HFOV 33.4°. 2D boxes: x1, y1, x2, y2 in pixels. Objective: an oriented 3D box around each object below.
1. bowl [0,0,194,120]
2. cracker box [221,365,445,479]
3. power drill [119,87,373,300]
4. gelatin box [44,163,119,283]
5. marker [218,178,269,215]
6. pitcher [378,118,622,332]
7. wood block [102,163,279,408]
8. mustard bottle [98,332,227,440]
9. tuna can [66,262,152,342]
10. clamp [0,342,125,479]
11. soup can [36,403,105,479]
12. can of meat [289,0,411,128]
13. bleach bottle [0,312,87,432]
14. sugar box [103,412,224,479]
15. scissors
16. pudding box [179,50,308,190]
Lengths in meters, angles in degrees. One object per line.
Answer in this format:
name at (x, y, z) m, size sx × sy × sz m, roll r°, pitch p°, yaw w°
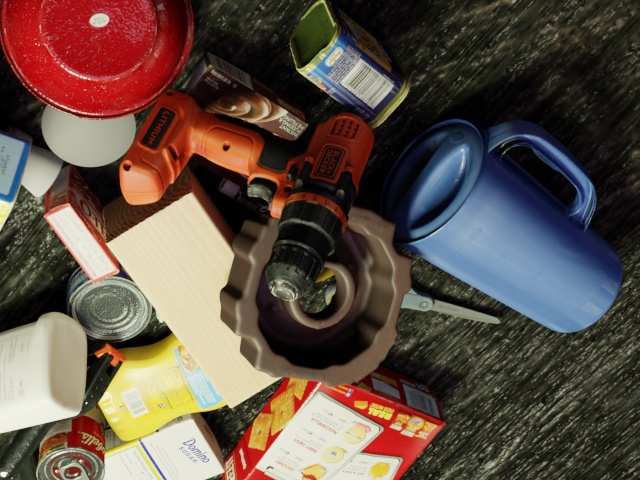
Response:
bowl at (-0.181, -0.177, 0.867) m, size 0.162 × 0.055 × 0.162 m, roll -2°, pitch 102°, yaw -12°
cracker box at (0.010, 0.229, 1.198) m, size 0.164 × 0.072 × 0.214 m, roll 24°, pitch 117°, yaw -23°
power drill at (-0.064, -0.045, 0.875) m, size 0.188 × 0.184 × 0.057 m, roll 16°, pitch 143°, yaw 10°
gelatin box at (-0.219, -0.016, 0.989) m, size 0.030 × 0.073 × 0.089 m, roll -25°, pitch 124°, yaw 7°
marker at (-0.044, -0.027, 1.040) m, size 0.121 × 0.020 × 0.020 m, roll 30°, pitch 114°, yaw -20°
pitcher at (0.190, -0.010, 1.037) m, size 0.242 × 0.149 × 0.145 m, roll 31°, pitch 78°, yaw -31°
wood block at (-0.106, 0.040, 0.993) m, size 0.091 × 0.090 × 0.206 m, roll -32°, pitch 117°, yaw 2°
mustard bottle at (-0.136, 0.136, 1.115) m, size 0.191 × 0.058 × 0.096 m, roll -20°, pitch 112°, yaw 3°
tuna can at (-0.210, 0.060, 1.066) m, size 0.086 × 0.034 × 0.086 m, roll -5°, pitch 124°, yaw -7°
clamp at (-0.280, 0.150, 1.081) m, size 0.171 × 0.120 × 0.039 m, roll -38°, pitch 150°, yaw -1°
soup can at (-0.259, 0.206, 1.114) m, size 0.068 × 0.102 × 0.068 m, roll -5°, pitch 124°, yaw -7°
can of meat at (0.023, -0.155, 0.925) m, size 0.083 × 0.102 × 0.057 m, roll 35°, pitch 110°, yaw -26°
bleach bottle at (-0.353, 0.146, 1.056) m, size 0.251 × 0.102 × 0.068 m, roll -14°, pitch 152°, yaw 20°
sugar box at (-0.205, 0.247, 1.187) m, size 0.176 × 0.048 × 0.093 m, roll -23°, pitch 124°, yaw 1°
scissors at (0.105, 0.049, 1.128) m, size 0.201 × 0.016 × 0.096 m, roll 2°, pitch 123°, yaw -12°
pudding box at (-0.082, -0.107, 0.974) m, size 0.113 × 0.039 × 0.090 m, roll 30°, pitch 115°, yaw -26°
